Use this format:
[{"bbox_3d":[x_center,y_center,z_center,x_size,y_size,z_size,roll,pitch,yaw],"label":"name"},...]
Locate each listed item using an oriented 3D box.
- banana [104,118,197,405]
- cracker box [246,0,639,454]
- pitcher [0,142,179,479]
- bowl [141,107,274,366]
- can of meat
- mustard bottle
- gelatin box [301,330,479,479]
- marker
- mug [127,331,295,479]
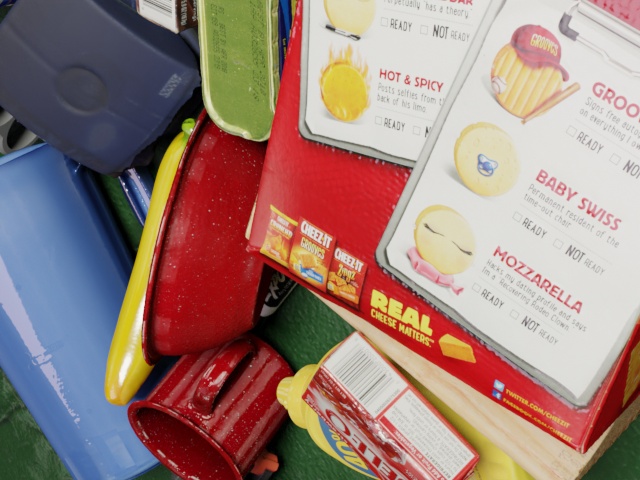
[{"bbox_3d":[-0.106,0.010,0.699,0.037,0.069,0.198,19,105,12],"label":"banana"},{"bbox_3d":[0.071,-0.056,0.386,0.164,0.071,0.214,30,123,26],"label":"cracker box"},{"bbox_3d":[-0.174,0.049,0.773,0.149,0.144,0.243,-12,108,59],"label":"pitcher"},{"bbox_3d":[-0.054,0.001,0.624,0.055,0.162,0.162,14,127,2],"label":"bowl"},{"bbox_3d":[-0.015,-0.109,0.548,0.058,0.083,0.102,22,126,35],"label":"can of meat"},{"bbox_3d":[0.047,0.103,0.626,0.192,0.058,0.096,5,127,43],"label":"mustard bottle"},{"bbox_3d":[0.033,0.095,0.544,0.089,0.030,0.073,45,160,9],"label":"gelatin box"},{"bbox_3d":[-0.025,0.026,0.682,0.020,0.020,0.121,50,137,11],"label":"marker"},{"bbox_3d":[-0.066,0.104,0.701,0.093,0.081,0.117,30,147,13],"label":"mug"}]
